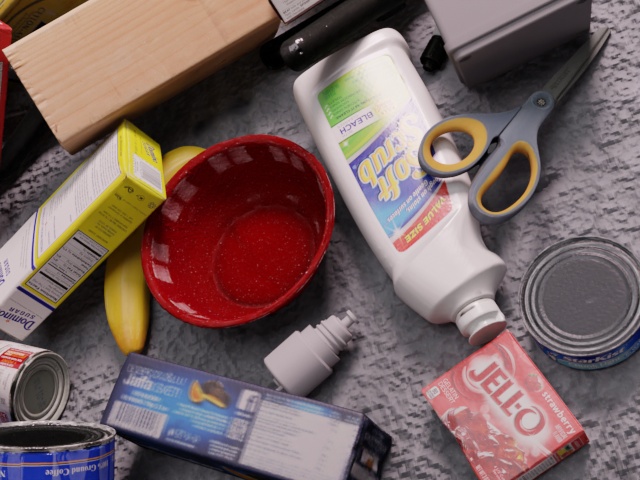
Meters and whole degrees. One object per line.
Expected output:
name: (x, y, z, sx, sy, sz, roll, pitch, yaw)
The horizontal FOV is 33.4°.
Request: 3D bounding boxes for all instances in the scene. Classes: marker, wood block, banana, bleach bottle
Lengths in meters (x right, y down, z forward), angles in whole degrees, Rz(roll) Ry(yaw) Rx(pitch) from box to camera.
marker: (0.110, -0.190, 0.868, 0.020, 0.020, 0.121, 16, 73, 30)
wood block: (-0.144, -0.164, 0.886, 0.206, 0.090, 0.091, -31, 93, -7)
banana: (-0.138, -0.004, 0.874, 0.070, 0.037, 0.197, 13, 71, 31)
bleach bottle: (0.071, -0.037, 0.784, 0.102, 0.068, 0.251, -28, 60, 2)

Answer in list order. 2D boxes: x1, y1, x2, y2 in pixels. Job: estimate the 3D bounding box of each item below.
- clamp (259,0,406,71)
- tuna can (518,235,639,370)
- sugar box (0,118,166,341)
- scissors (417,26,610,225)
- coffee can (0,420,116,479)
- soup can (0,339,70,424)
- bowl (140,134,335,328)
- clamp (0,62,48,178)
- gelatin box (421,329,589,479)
clamp: (0.044, -0.190, 0.841, 0.210, 0.036, 0.164, -31, 14, 4)
tuna can: (0.177, 0.042, 0.711, 0.086, 0.033, 0.086, -10, 61, 19)
sugar box: (-0.199, -0.008, 0.863, 0.176, 0.048, 0.093, -45, 30, 18)
scissors: (0.138, -0.099, 0.775, 0.096, 0.016, 0.201, 22, 62, 9)
coffee can: (-0.191, 0.201, 0.726, 0.103, 0.102, 0.140, 1, 90, 25)
soup can: (-0.261, 0.112, 0.853, 0.102, 0.068, 0.068, 8, 69, 27)
bowl: (-0.055, 0.001, 0.824, 0.162, 0.055, 0.162, -10, 61, 19)
clamp: (-0.250, -0.128, 0.978, 0.171, 0.039, 0.120, -13, 97, 7)
gelatin box: (0.120, 0.114, 0.702, 0.073, 0.030, 0.089, -35, 56, 4)
